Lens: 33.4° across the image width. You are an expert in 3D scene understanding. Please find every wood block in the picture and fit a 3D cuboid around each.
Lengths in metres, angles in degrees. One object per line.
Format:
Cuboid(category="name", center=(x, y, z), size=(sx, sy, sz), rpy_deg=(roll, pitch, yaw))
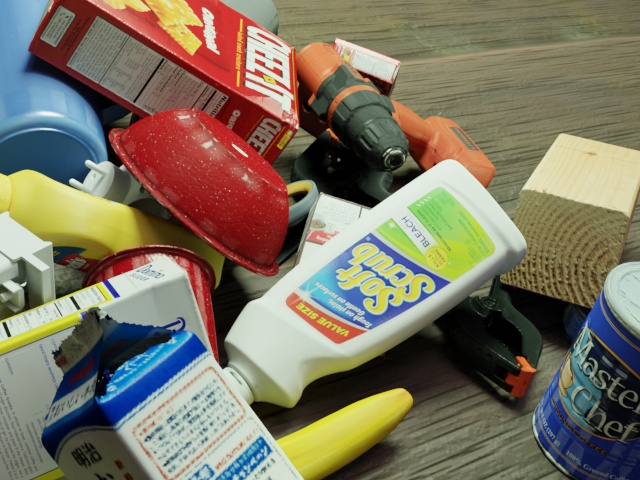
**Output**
Cuboid(category="wood block", center=(0.233, -0.024, 0.961), size=(0.091, 0.090, 0.205), rpy_deg=(16, 23, 16))

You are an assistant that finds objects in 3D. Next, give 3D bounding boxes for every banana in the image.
Cuboid(category="banana", center=(-0.009, 0.137, 0.686), size=(0.197, 0.070, 0.037), rpy_deg=(-8, 66, -56))

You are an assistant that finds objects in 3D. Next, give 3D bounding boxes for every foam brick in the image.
Cuboid(category="foam brick", center=(0.018, -0.132, 1.084), size=(0.078, 0.053, 0.051), rpy_deg=(35, 38, 24))

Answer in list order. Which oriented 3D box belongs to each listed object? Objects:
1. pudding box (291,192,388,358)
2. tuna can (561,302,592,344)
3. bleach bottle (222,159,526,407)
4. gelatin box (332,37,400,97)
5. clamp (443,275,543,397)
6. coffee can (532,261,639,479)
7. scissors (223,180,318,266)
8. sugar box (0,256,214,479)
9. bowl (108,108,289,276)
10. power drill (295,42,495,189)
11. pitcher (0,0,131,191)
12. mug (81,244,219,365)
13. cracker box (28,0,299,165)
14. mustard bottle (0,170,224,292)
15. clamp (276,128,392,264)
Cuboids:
Cuboid(category="pudding box", center=(0.024, 0.027, 0.842), size=(0.090, 0.039, 0.113), rpy_deg=(18, 65, -3))
Cuboid(category="tuna can", center=(0.255, 0.073, 0.927), size=(0.086, 0.034, 0.086), rpy_deg=(12, 35, -9))
Cuboid(category="bleach bottle", center=(0.029, 0.047, 0.777), size=(0.250, 0.068, 0.102), rpy_deg=(-37, 84, -21))
Cuboid(category="gelatin box", center=(0.044, -0.177, 1.138), size=(0.073, 0.030, 0.089), rpy_deg=(21, -9, 3))
Cuboid(category="clamp", center=(0.123, 0.061, 0.881), size=(0.120, 0.039, 0.171), rpy_deg=(3, 30, -10))
Cuboid(category="coffee can", center=(0.229, 0.101, 0.782), size=(0.102, 0.140, 0.103), rpy_deg=(13, 35, -9))
Cuboid(category="scissors", center=(-0.056, 0.001, 0.865), size=(0.096, 0.016, 0.201), rpy_deg=(-12, 30, 15))
Cuboid(category="sugar box", center=(-0.151, 0.085, 0.620), size=(0.176, 0.093, 0.048), rpy_deg=(-22, 22, -20))
Cuboid(category="bowl", center=(-0.076, -0.047, 0.786), size=(0.162, 0.055, 0.162), rpy_deg=(40, 9, -8))
Cuboid(category="power drill", center=(0.074, -0.095, 0.970), size=(0.187, 0.057, 0.184), rpy_deg=(26, 22, -39))
Cuboid(category="pitcher", center=(-0.239, -0.131, 0.900), size=(0.145, 0.149, 0.243), rpy_deg=(48, 14, -46))
Cuboid(category="mug", center=(-0.123, 0.067, 0.718), size=(0.117, 0.093, 0.081), rpy_deg=(-19, 53, 8))
Cuboid(category="cracker box", center=(-0.121, -0.162, 0.892), size=(0.213, 0.072, 0.164), rpy_deg=(30, 28, -20))
Cuboid(category="mustard bottle", center=(-0.166, -0.006, 0.742), size=(0.191, 0.058, 0.096), rpy_deg=(21, -14, -38))
Cuboid(category="clamp", center=(0.014, -0.040, 0.961), size=(0.164, 0.036, 0.210), rpy_deg=(-6, 34, -12))
